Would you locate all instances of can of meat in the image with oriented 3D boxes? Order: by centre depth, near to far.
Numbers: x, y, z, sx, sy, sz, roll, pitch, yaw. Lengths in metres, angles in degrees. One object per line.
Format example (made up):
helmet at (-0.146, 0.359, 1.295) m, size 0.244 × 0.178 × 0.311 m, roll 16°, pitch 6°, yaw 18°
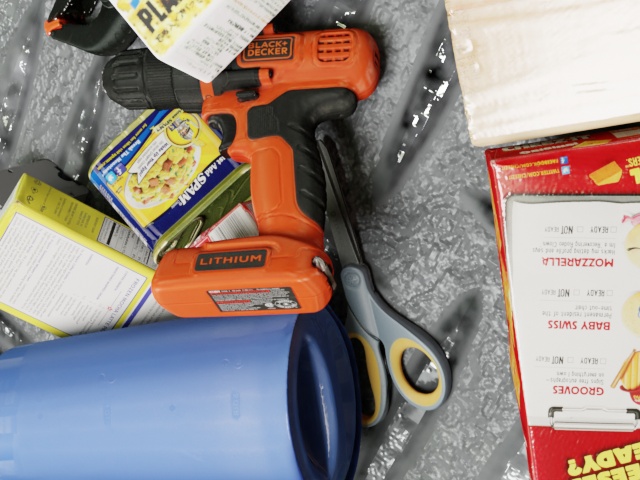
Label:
can of meat at (-0.098, -0.045, 0.739) m, size 0.102 × 0.057 × 0.084 m, roll -42°, pitch 76°, yaw 1°

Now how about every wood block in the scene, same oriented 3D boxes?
wood block at (0.181, -0.113, 0.553) m, size 0.206 × 0.090 × 0.090 m, roll -7°, pitch 101°, yaw 31°

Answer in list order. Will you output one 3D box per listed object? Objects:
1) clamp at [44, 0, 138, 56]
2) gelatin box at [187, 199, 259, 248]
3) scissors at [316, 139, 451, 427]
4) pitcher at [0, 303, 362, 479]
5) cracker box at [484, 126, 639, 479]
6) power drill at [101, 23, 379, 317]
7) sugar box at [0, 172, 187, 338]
clamp at (-0.130, -0.170, 0.742) m, size 0.172 × 0.039 × 0.120 m, roll -32°, pitch 66°, yaw 40°
gelatin box at (-0.055, 0.001, 0.733) m, size 0.089 × 0.073 × 0.030 m, roll -39°, pitch 82°, yaw 33°
scissors at (0.042, 0.034, 0.720) m, size 0.096 × 0.016 × 0.202 m, roll 6°, pitch 106°, yaw 27°
pitcher at (-0.102, 0.124, 0.706) m, size 0.243 × 0.149 × 0.145 m, roll -8°, pitch 114°, yaw 20°
cracker box at (0.184, 0.044, 0.579) m, size 0.164 × 0.072 × 0.214 m, roll -8°, pitch 100°, yaw 8°
power drill at (-0.057, -0.048, 0.661) m, size 0.184 × 0.057 × 0.187 m, roll -3°, pitch 66°, yaw 13°
sugar box at (-0.156, 0.033, 0.769) m, size 0.176 × 0.048 × 0.093 m, roll 28°, pitch 121°, yaw -19°
